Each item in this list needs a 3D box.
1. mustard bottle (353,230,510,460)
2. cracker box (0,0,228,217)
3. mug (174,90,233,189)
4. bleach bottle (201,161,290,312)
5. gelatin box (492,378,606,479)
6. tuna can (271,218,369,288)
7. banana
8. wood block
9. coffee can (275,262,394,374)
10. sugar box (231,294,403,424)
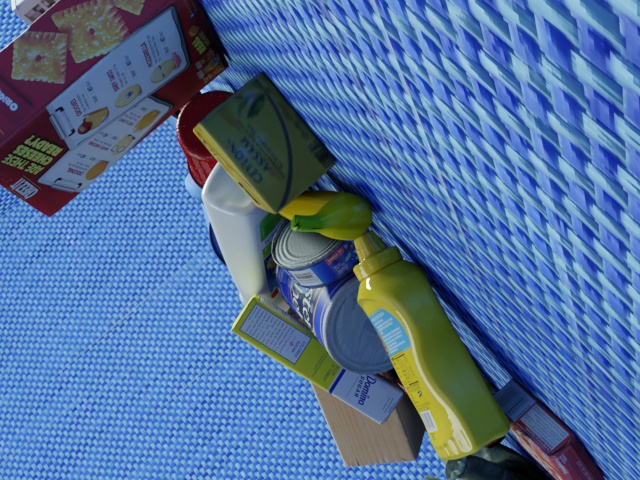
[{"bbox_3d":[0.079,0.079,0.858,0.191,0.058,0.096,61,168,7],"label":"mustard bottle"},{"bbox_3d":[-0.189,-0.129,0.880,0.072,0.213,0.164,49,177,14],"label":"cracker box"},{"bbox_3d":[-0.111,-0.111,1.115,0.117,0.093,0.081,41,169,18],"label":"mug"},{"bbox_3d":[-0.057,0.001,1.119,0.068,0.102,0.251,23,153,20],"label":"bleach bottle"},{"bbox_3d":[0.182,0.162,0.857,0.073,0.030,0.089,52,176,-34],"label":"gelatin box"},{"bbox_3d":[0.001,0.001,0.952,0.033,0.086,0.086,50,177,-35],"label":"tuna can"},{"bbox_3d":[0.004,-0.024,0.870,0.069,0.037,0.198,12,-178,-7],"label":"banana"},{"bbox_3d":[0.045,0.142,1.187,0.090,0.091,0.206,-65,-40,-55],"label":"wood block"},{"bbox_3d":[0.027,0.052,1.018,0.102,0.103,0.140,51,176,-29],"label":"coffee can"},{"bbox_3d":[-0.005,0.118,1.072,0.176,0.048,0.093,35,178,-1],"label":"sugar box"}]
